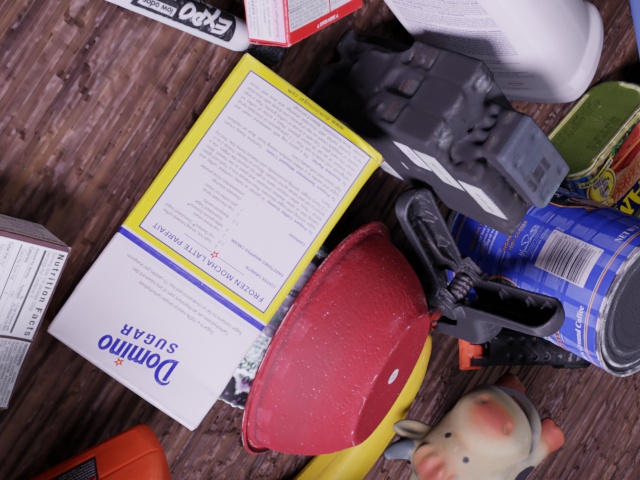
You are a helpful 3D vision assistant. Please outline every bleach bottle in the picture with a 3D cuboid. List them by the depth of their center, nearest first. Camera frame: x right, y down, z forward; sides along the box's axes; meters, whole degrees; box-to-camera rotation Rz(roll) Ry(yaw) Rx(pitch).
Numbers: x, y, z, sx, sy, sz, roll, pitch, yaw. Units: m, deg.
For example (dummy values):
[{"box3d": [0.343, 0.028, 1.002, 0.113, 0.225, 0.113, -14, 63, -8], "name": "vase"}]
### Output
[{"box3d": [0.071, -0.149, 0.557, 0.250, 0.103, 0.068, 31, 73, -60], "name": "bleach bottle"}]

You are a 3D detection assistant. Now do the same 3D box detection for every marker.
[{"box3d": [-0.063, -0.114, 0.546, 0.120, 0.020, 0.020, 14, 100, -46], "name": "marker"}]

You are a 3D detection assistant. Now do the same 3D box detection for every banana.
[{"box3d": [0.014, 0.145, 0.726, 0.197, 0.037, 0.069, -45, 155, -22], "name": "banana"}]

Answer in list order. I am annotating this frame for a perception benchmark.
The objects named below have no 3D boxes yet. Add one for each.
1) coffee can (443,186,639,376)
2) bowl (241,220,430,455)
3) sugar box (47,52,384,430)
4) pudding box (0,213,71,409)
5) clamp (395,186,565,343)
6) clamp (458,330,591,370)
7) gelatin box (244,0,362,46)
[{"box3d": [0.167, 0.018, 0.736, 0.102, 0.140, 0.103, -20, 123, -35], "name": "coffee can"}, {"box3d": [0.020, 0.071, 0.646, 0.162, 0.055, 0.162, -51, 159, -28], "name": "bowl"}, {"box3d": [-0.054, 0.001, 0.564, 0.093, 0.048, 0.176, 36, 86, -4], "name": "sugar box"}, {"box3d": [-0.183, 0.027, 0.493, 0.113, 0.039, 0.090, 17, 97, -48], "name": "pudding box"}, {"box3d": [0.097, 0.035, 0.688, 0.039, 0.120, 0.171, -42, 162, -9], "name": "clamp"}, {"box3d": [0.200, 0.079, 0.809, 0.209, 0.165, 0.036, 1, 85, -34], "name": "clamp"}, {"box3d": [-0.011, -0.154, 0.552, 0.073, 0.030, 0.089, -39, 133, -46], "name": "gelatin box"}]
